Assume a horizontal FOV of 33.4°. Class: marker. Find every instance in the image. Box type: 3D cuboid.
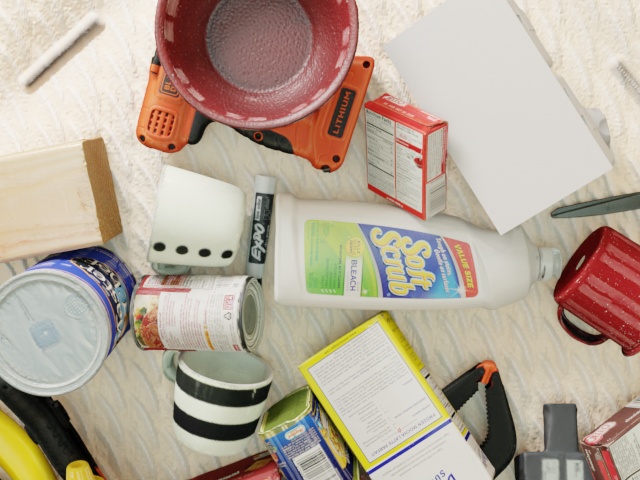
[{"bbox_3d":[-0.056,0.001,0.959,0.020,0.020,0.121,8,99,-1],"label":"marker"}]

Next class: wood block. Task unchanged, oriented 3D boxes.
[{"bbox_3d":[-0.287,-0.026,0.921,0.206,0.091,0.090,-10,98,2],"label":"wood block"}]

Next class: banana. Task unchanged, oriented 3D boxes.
[{"bbox_3d":[-0.310,0.182,0.971,0.197,0.037,0.069,31,61,-10],"label":"banana"}]

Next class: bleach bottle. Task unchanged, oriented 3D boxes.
[{"bbox_3d":[0.085,0.011,0.939,0.251,0.068,0.102,1,99,-2],"label":"bleach bottle"}]

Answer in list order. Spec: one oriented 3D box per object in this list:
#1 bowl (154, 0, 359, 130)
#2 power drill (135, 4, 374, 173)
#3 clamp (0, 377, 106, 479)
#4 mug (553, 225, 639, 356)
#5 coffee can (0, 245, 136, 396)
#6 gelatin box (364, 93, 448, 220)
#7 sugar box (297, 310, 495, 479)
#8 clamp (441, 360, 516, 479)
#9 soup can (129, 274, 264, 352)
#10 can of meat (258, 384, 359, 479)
[{"bbox_3d":[-0.050,-0.167,0.860,0.162,0.055,0.162,0,91,-1],"label":"bowl"},{"bbox_3d":[-0.052,-0.147,0.919,0.187,0.057,0.184,17,98,0],"label":"power drill"},{"bbox_3d":[-0.244,0.159,0.940,0.039,0.120,0.171,-33,101,-1],"label":"clamp"},{"bbox_3d":[0.253,0.048,0.936,0.081,0.093,0.117,33,134,0],"label":"mug"},{"bbox_3d":[-0.217,0.063,0.909,0.103,0.140,0.103,0,99,0],"label":"coffee can"},{"bbox_3d":[0.073,-0.072,0.904,0.030,0.073,0.089,-28,131,-31],"label":"gelatin box"},{"bbox_3d":[0.068,0.159,0.949,0.093,0.048,0.176,-35,86,13],"label":"sugar box"},{"bbox_3d":[0.130,0.214,0.979,0.164,0.036,0.210,26,97,4],"label":"clamp"},{"bbox_3d":[-0.106,0.064,0.934,0.102,0.068,0.068,0,99,14],"label":"soup can"},{"bbox_3d":[-0.010,0.184,0.946,0.057,0.102,0.084,-30,95,4],"label":"can of meat"}]
